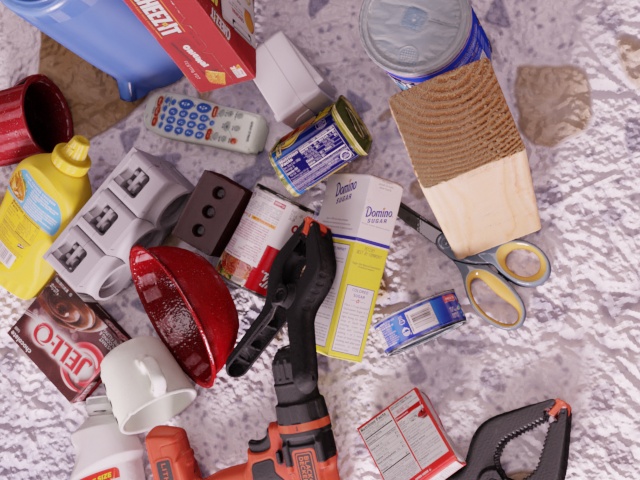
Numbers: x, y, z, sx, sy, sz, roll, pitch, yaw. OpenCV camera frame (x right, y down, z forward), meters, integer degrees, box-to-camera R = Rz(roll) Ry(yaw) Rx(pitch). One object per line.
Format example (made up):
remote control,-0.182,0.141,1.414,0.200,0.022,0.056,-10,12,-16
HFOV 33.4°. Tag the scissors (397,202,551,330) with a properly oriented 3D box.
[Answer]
scissors,0.144,-0.004,1.045,0.096,0.016,0.202,-39,74,8

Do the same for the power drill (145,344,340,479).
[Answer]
power drill,-0.076,0.206,1.060,0.188,0.057,0.184,-13,88,17

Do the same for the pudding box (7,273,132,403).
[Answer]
pudding box,-0.268,0.105,1.150,0.113,0.039,0.090,44,98,17

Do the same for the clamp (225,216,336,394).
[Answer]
clamp,-0.022,0.063,1.003,0.120,0.039,0.171,17,84,44

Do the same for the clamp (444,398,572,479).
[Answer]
clamp,0.169,0.239,0.995,0.210,0.036,0.165,-45,65,6

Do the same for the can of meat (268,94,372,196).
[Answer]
can of meat,0.000,-0.093,1.056,0.084,0.102,0.057,-33,100,14

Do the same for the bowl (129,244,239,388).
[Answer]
bowl,-0.129,0.065,1.073,0.055,0.162,0.162,-29,73,-23

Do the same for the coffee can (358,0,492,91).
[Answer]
coffee can,0.103,-0.189,1.012,0.103,0.140,0.103,-2,83,17

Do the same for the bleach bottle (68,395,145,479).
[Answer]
bleach bottle,-0.227,0.289,1.107,0.103,0.068,0.251,-9,79,16

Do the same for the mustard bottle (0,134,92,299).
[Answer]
mustard bottle,-0.294,-0.034,1.132,0.096,0.058,0.192,46,119,17

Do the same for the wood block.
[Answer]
wood block,0.133,-0.065,0.945,0.090,0.206,0.091,-22,69,8

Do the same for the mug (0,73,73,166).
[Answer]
mug,-0.331,-0.137,1.178,0.082,0.093,0.117,-11,55,21

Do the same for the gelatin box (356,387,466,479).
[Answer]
gelatin box,0.086,0.196,1.018,0.073,0.030,0.089,-38,48,10

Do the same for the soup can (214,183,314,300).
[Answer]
soup can,-0.057,0.001,1.081,0.068,0.068,0.102,27,92,18

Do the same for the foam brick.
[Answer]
foam brick,-0.107,-0.027,1.108,0.053,0.051,0.078,29,93,18

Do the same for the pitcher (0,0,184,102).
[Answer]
pitcher,-0.218,-0.252,1.067,0.145,0.242,0.149,-33,75,11

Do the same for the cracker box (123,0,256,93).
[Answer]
cracker box,-0.129,-0.279,1.050,0.072,0.164,0.213,-14,58,18

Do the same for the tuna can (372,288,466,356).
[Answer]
tuna can,0.095,0.079,1.014,0.086,0.086,0.034,-26,79,13

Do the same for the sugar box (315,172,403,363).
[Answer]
sugar box,0.024,0.024,1.041,0.093,0.048,0.176,12,85,63
